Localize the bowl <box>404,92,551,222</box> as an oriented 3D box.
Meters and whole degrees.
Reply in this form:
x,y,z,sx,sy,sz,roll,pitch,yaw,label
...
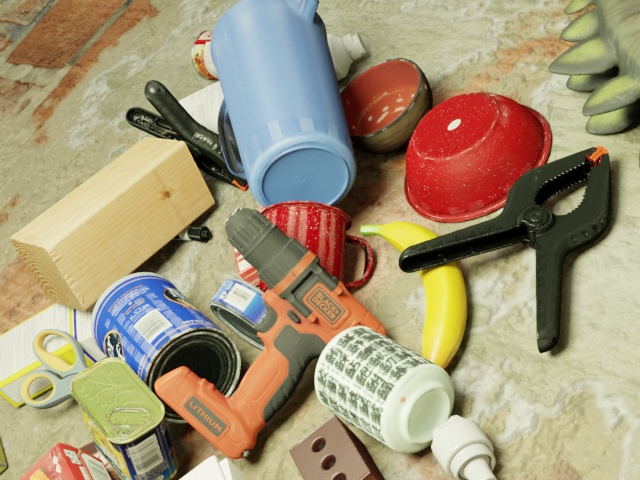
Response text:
x,y,z,sx,sy,sz,roll,pitch,yaw,label
0.145,-0.096,1.067,0.162,0.055,0.162,-22,40,20,bowl

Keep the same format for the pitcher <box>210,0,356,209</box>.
x,y,z,sx,sy,sz,roll,pitch,yaw,label
-0.043,-0.133,1.123,0.145,0.149,0.243,-13,46,-1,pitcher

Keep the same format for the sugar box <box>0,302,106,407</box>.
x,y,z,sx,sy,sz,roll,pitch,yaw,label
-0.288,0.110,1.219,0.176,0.048,0.093,-27,40,9,sugar box

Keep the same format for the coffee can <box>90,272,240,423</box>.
x,y,z,sx,sy,sz,roll,pitch,yaw,label
-0.157,0.105,1.070,0.102,0.102,0.140,-45,38,-9,coffee can

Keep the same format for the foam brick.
x,y,z,sx,sy,sz,roll,pitch,yaw,label
0.019,0.194,0.879,0.053,0.051,0.078,-39,38,1,foam brick

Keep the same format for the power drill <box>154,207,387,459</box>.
x,y,z,sx,sy,sz,roll,pitch,yaw,label
-0.061,0.088,0.968,0.187,0.184,0.057,-47,1,1,power drill

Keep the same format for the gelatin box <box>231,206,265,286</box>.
x,y,z,sx,sy,sz,roll,pitch,yaw,label
-0.058,0.002,1.153,0.073,0.030,0.089,-30,39,9,gelatin box

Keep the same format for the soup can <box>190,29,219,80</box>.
x,y,z,sx,sy,sz,roll,pitch,yaw,label
-0.114,-0.248,1.417,0.102,0.068,0.068,7,56,42,soup can

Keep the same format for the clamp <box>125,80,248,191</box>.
x,y,z,sx,sy,sz,roll,pitch,yaw,label
-0.148,-0.122,1.238,0.039,0.171,0.120,-60,4,-14,clamp

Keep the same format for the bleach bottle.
x,y,z,sx,sy,sz,roll,pitch,yaw,label
-0.059,-0.183,1.315,0.251,0.068,0.102,-25,40,14,bleach bottle

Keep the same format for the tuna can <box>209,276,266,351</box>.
x,y,z,sx,sy,sz,roll,pitch,yaw,label
-0.066,0.074,1.041,0.086,0.086,0.033,17,64,47,tuna can

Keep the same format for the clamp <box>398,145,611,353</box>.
x,y,z,sx,sy,sz,roll,pitch,yaw,label
0.195,-0.002,0.934,0.209,0.036,0.165,-39,52,-15,clamp

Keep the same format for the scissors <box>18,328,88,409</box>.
x,y,z,sx,sy,sz,roll,pitch,yaw,label
-0.250,0.167,1.125,0.202,0.016,0.096,36,89,33,scissors

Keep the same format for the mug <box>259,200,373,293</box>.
x,y,z,sx,sy,sz,roll,pitch,yaw,label
-0.006,0.018,1.050,0.093,0.117,0.081,121,155,-66,mug

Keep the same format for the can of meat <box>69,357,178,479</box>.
x,y,z,sx,sy,sz,roll,pitch,yaw,label
-0.178,0.171,0.979,0.057,0.084,0.102,-31,46,-24,can of meat

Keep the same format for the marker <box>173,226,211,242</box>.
x,y,z,sx,sy,sz,roll,pitch,yaw,label
-0.174,-0.010,1.267,0.121,0.020,0.020,3,54,41,marker

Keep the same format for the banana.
x,y,z,sx,sy,sz,roll,pitch,yaw,label
0.098,0.040,0.981,0.069,0.037,0.198,-30,41,6,banana

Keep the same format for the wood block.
x,y,z,sx,sy,sz,roll,pitch,yaw,label
-0.233,-0.022,1.215,0.090,0.091,0.205,11,44,48,wood block
